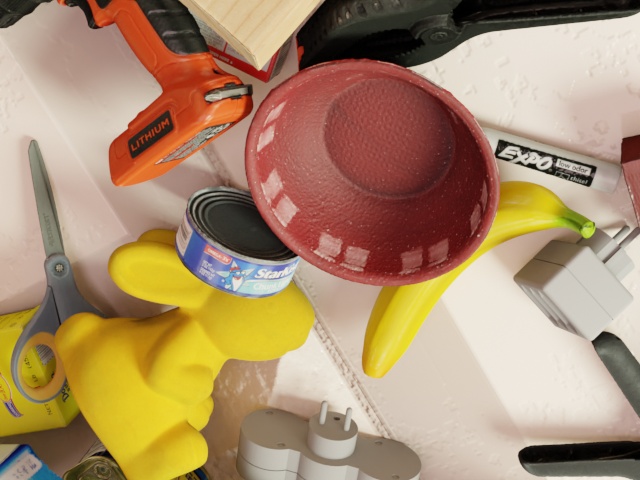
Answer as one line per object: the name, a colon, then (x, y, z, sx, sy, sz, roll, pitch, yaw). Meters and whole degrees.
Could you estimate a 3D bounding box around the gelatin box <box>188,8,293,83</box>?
gelatin box: (-0.048, -0.158, 0.687, 0.073, 0.030, 0.089, 26, 118, 6)

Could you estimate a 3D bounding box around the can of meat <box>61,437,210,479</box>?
can of meat: (-0.140, 0.190, 0.834, 0.058, 0.083, 0.102, -32, 101, 26)

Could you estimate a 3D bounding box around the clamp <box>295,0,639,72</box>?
clamp: (0.066, -0.138, 0.613, 0.210, 0.164, 0.036, -12, 74, 29)

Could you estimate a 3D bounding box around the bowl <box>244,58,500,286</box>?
bowl: (0.036, -0.051, 0.674, 0.162, 0.055, 0.162, 10, 126, 13)

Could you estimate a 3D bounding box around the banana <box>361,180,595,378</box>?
banana: (0.088, 0.017, 0.706, 0.037, 0.069, 0.198, 22, 132, -36)

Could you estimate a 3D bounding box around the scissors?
scissors: (-0.211, 0.036, 0.799, 0.016, 0.096, 0.202, 13, 129, 61)

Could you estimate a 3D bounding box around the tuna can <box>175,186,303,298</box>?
tuna can: (-0.055, 0.001, 0.726, 0.086, 0.086, 0.034, 27, 119, 4)

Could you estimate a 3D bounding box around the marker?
marker: (0.131, -0.056, 0.684, 0.121, 0.020, 0.020, 18, 116, 8)

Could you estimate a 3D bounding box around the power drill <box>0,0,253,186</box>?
power drill: (-0.139, -0.133, 0.687, 0.185, 0.057, 0.187, -29, 89, 35)

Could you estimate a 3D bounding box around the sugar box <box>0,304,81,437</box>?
sugar box: (-0.286, 0.116, 0.866, 0.176, 0.048, 0.093, -14, 107, 20)
